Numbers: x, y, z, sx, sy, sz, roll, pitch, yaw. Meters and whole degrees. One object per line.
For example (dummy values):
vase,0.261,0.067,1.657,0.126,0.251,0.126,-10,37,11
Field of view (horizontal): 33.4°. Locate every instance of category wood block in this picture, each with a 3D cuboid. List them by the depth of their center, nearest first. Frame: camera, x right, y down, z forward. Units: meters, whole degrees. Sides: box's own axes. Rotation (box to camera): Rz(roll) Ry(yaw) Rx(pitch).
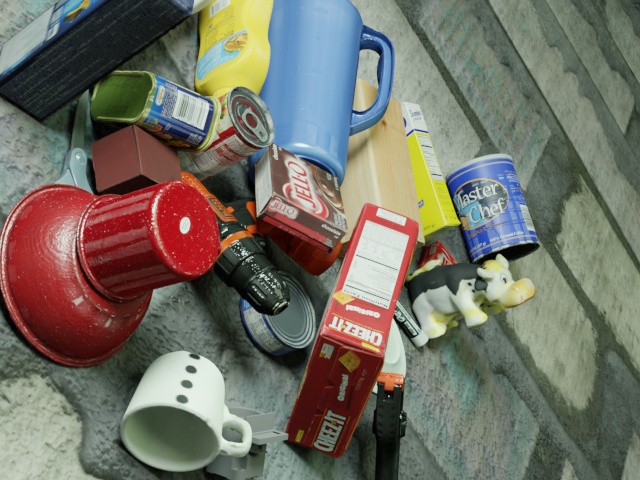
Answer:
wood block,0.056,-0.082,1.324,0.090,0.090,0.206,23,51,-45

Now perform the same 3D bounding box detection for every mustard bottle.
mustard bottle,-0.097,-0.203,1.183,0.058,0.096,0.191,34,43,-39

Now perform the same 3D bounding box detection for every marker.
marker,0.094,0.083,1.330,0.121,0.020,0.020,52,34,-18

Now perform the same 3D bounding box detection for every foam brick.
foam brick,-0.172,-0.066,1.008,0.078,0.051,0.053,32,43,-61

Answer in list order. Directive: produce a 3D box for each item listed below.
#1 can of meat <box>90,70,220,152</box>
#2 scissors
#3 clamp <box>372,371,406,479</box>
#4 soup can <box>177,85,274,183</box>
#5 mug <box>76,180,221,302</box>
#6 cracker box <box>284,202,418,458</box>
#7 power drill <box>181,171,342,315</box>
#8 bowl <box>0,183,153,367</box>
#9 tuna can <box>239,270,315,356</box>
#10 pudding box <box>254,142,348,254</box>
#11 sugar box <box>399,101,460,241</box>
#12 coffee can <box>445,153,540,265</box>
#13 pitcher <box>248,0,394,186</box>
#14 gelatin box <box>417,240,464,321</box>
can of meat,-0.162,-0.126,1.035,0.083,0.102,0.057,20,82,-44
scissors,-0.215,-0.057,0.991,0.096,0.016,0.201,45,38,-30
clamp,0.073,0.206,1.137,0.171,0.039,0.120,80,10,-53
soup can,-0.107,-0.106,1.097,0.068,0.102,0.068,33,44,-39
mug,-0.130,0.001,0.881,0.117,0.082,0.093,21,61,-50
cracker box,0.036,0.091,1.106,0.072,0.164,0.213,19,40,2
power drill,-0.057,0.001,1.087,0.184,0.057,0.187,48,23,22
bowl,-0.193,0.024,0.908,0.161,0.055,0.162,24,59,-49
tuna can,-0.045,0.078,1.123,0.086,0.034,0.086,33,44,-39
pudding box,-0.022,-0.045,1.103,0.090,0.039,0.113,28,24,-22
sugar box,0.110,-0.083,1.399,0.048,0.093,0.176,-2,69,-55
coffee can,0.251,-0.042,1.561,0.102,0.103,0.140,7,63,-53
pitcher,-0.009,-0.167,1.244,0.144,0.149,0.243,34,46,-38
gelatin box,0.169,0.056,1.445,0.089,0.030,0.073,51,34,-20
